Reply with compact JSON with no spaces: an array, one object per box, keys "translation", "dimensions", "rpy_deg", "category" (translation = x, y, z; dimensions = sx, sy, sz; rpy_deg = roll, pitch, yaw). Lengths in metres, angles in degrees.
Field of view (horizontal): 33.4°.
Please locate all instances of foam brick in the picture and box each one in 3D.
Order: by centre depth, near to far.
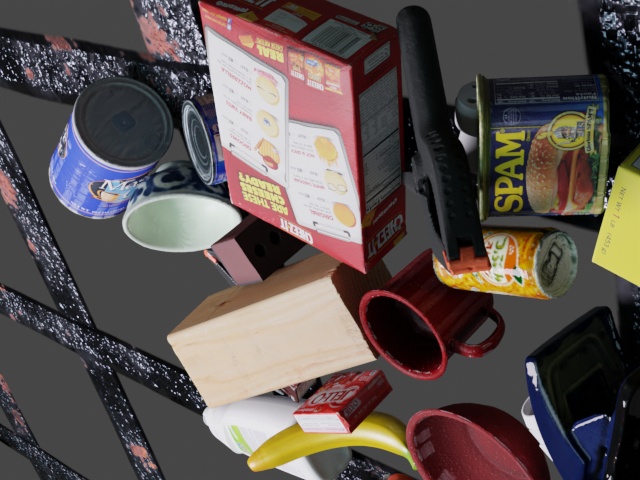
[{"translation":[-0.057,0.001,1.047],"dimensions":[0.053,0.078,0.051],"rpy_deg":[56,147,-12],"category":"foam brick"}]

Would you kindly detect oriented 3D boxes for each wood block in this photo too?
[{"translation":[-0.032,0.080,1.020],"dimensions":[0.206,0.090,0.090],"rpy_deg":[-21,105,35],"category":"wood block"}]

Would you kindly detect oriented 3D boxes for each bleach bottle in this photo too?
[{"translation":[-0.071,0.228,1.312],"dimensions":[0.251,0.068,0.102],"rpy_deg":[2,125,53],"category":"bleach bottle"}]

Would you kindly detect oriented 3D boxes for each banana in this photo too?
[{"translation":[0.017,0.214,1.149],"dimensions":[0.198,0.069,0.037],"rpy_deg":[-7,121,22],"category":"banana"}]

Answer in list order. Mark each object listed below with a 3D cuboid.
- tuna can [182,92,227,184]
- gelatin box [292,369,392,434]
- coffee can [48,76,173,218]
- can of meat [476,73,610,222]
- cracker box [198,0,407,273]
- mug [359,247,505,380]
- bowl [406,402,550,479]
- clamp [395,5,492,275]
[{"translation":[-0.102,-0.097,1.013],"dimensions":[0.086,0.033,0.086],"rpy_deg":[163,90,-71],"category":"tuna can"},{"translation":[0.023,0.170,1.123],"dimensions":[0.089,0.073,0.030],"rpy_deg":[-15,111,56],"category":"gelatin box"},{"translation":[-0.224,-0.095,1.130],"dimensions":[0.103,0.102,0.141],"rpy_deg":[50,148,1],"category":"coffee can"},{"translation":[0.148,-0.062,0.718],"dimensions":[0.084,0.057,0.102],"rpy_deg":[-1,131,7],"category":"can of meat"},{"translation":[-0.010,-0.098,0.894],"dimensions":[0.164,0.072,0.214],"rpy_deg":[28,143,32],"category":"cracker box"},{"translation":[0.103,0.062,0.908],"dimensions":[0.117,0.081,0.093],"rpy_deg":[22,138,38],"category":"mug"},{"translation":[0.160,0.209,1.011],"dimensions":[0.162,0.055,0.162],"rpy_deg":[32,144,27],"category":"bowl"},{"translation":[0.084,-0.044,0.768],"dimensions":[0.164,0.036,0.210],"rpy_deg":[83,178,-49],"category":"clamp"}]
